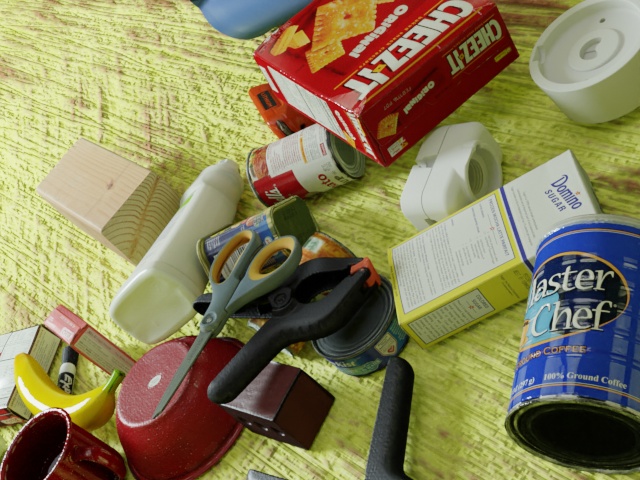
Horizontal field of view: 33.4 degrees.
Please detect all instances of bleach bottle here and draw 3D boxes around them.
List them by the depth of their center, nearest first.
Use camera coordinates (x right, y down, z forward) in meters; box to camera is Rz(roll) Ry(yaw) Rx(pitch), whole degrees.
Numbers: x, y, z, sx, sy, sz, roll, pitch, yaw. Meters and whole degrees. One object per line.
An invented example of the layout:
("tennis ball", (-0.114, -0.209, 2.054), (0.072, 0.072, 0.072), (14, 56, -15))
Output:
("bleach bottle", (-0.128, -0.009, 1.089), (0.103, 0.068, 0.250), (-39, 18, 37))

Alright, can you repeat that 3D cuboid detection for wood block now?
("wood block", (-0.239, -0.043, 1.244), (0.090, 0.090, 0.206), (-51, 36, -10))

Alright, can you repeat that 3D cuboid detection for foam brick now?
("foam brick", (-0.039, 0.136, 0.902), (0.078, 0.053, 0.051), (6, 59, 48))

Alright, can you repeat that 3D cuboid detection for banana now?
("banana", (-0.260, 0.157, 1.080), (0.198, 0.037, 0.069), (2, 66, 44))

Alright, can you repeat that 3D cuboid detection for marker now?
("marker", (-0.273, 0.160, 1.139), (0.020, 0.020, 0.121), (-28, 39, 22))

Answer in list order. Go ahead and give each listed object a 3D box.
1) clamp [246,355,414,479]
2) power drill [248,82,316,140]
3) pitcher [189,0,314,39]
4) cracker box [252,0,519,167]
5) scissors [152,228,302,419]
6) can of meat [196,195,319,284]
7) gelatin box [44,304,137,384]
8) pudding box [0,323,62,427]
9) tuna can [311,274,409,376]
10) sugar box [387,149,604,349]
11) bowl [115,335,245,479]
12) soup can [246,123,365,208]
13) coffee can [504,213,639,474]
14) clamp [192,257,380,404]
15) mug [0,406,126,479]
("clamp", (0.041, 0.187, 0.785), (0.164, 0.036, 0.210), (-45, 38, 2))
("power drill", (0.011, -0.193, 1.167), (0.188, 0.057, 0.184), (-40, 35, 9))
("pitcher", (-0.035, -0.324, 1.247), (0.243, 0.144, 0.149), (-1, 58, 59))
("cracker box", (0.053, -0.177, 1.007), (0.164, 0.072, 0.214), (-41, 38, -8))
("scissors", (-0.071, 0.061, 0.881), (0.096, 0.016, 0.201), (-13, 39, 26))
("can of meat", (-0.057, 0.001, 1.020), (0.084, 0.057, 0.102), (-24, 4, 23))
("gelatin box", (-0.231, 0.108, 1.088), (0.030, 0.089, 0.073), (-53, 37, -11))
("pudding box", (-0.349, 0.155, 1.204), (0.090, 0.039, 0.113), (-14, 48, 35))
("tuna can", (0.036, 0.072, 0.906), (0.086, 0.033, 0.086), (-26, 40, 24))
("sugar box", (0.141, 0.008, 0.855), (0.176, 0.048, 0.093), (-27, 39, 18))
("bowl", (-0.137, 0.145, 0.988), (0.162, 0.055, 0.162), (-26, 40, 24))
("soup can", (-0.014, -0.078, 1.072), (0.102, 0.068, 0.068), (-20, 43, 30))
("coffee can", (0.184, 0.068, 0.704), (0.103, 0.102, 0.140), (-11, 48, 38))
("clamp", (-0.031, 0.069, 0.892), (0.172, 0.039, 0.120), (-22, 48, 16))
("mug", (-0.228, 0.212, 0.989), (0.117, 0.081, 0.093), (-19, 44, 33))
